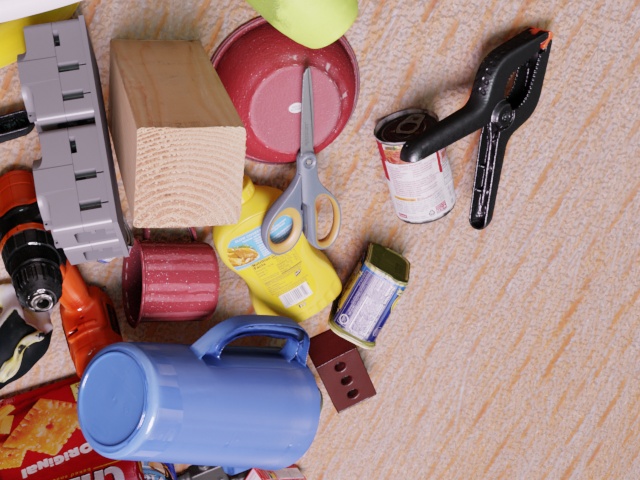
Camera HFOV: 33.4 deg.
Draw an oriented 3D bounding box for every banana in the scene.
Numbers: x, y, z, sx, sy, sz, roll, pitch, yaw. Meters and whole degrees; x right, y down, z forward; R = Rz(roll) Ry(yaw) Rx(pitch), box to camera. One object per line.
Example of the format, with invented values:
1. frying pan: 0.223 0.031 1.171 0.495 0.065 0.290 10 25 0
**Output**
1. banana: -0.294 -0.183 0.941 0.197 0.037 0.069 -17 123 -8

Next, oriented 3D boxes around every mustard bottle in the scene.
1. mustard bottle: -0.057 0.001 1.108 0.096 0.058 0.191 -28 124 3

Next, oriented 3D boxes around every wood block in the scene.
1. wood block: -0.131 -0.100 0.938 0.090 0.206 0.091 -3 120 -16

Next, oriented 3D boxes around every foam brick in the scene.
1. foam brick: 0.023 0.146 1.221 0.053 0.051 0.078 -26 123 -2

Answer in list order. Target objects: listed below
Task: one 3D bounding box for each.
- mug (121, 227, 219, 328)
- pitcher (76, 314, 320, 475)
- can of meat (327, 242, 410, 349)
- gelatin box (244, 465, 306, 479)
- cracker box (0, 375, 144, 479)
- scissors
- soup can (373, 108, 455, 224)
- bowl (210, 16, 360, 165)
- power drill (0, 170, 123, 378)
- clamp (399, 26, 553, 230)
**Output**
1. mug: -0.152 0.030 1.087 0.081 0.093 0.117 0 82 -23
2. pitcher: -0.115 0.154 1.066 0.145 0.149 0.242 -17 161 33
3. can of meat: 0.054 0.057 1.150 0.057 0.102 0.084 28 106 -3
4. gelatin box: -0.068 0.313 1.289 0.073 0.030 0.089 11 117 -45
5. cracker box: -0.266 0.233 1.084 0.164 0.214 0.072 -17 123 -8
6. scissors: -0.028 -0.064 1.034 0.096 0.016 0.202 -29 131 -15
7. soup can: 0.099 -0.076 1.106 0.068 0.068 0.102 -21 123 -5
8. bowl: -0.031 -0.137 1.039 0.162 0.055 0.162 -8 121 -13
9. power drill: -0.246 0.045 1.013 0.057 0.184 0.187 -22 133 -4
10. clamp: 0.166 -0.128 1.074 0.164 0.036 0.210 27 90 -47
